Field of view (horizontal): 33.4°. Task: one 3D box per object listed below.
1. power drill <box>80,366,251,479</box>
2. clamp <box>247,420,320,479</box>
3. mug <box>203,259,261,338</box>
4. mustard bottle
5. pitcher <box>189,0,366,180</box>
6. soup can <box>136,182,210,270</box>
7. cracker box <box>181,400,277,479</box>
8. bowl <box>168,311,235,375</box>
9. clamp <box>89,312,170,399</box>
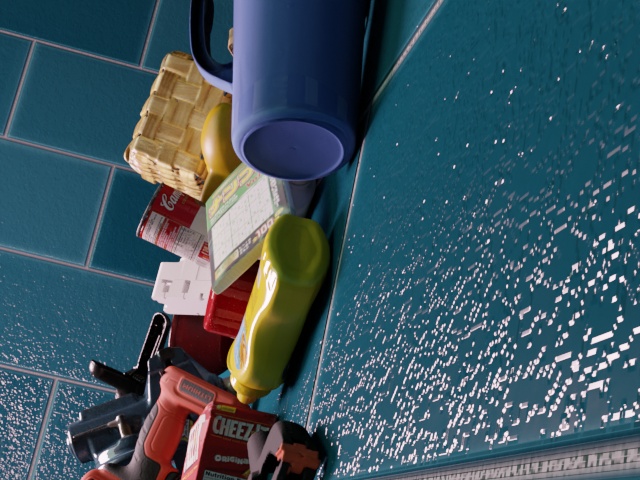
[{"bbox_3d":[-0.152,0.245,1.158,0.187,0.185,0.057,-60,-22,-14],"label":"power drill"},{"bbox_3d":[-0.041,0.203,0.798,0.210,0.036,0.164,122,161,-64],"label":"clamp"},{"bbox_3d":[-0.067,0.050,1.071,0.093,0.081,0.117,116,166,-54],"label":"mug"},{"bbox_3d":[-0.044,0.077,0.955,0.096,0.058,0.192,-91,17,-52],"label":"mustard bottle"},{"bbox_3d":[-0.030,-0.179,0.972,0.149,0.144,0.243,-36,43,46],"label":"pitcher"},{"bbox_3d":[-0.147,-0.013,1.202,0.068,0.102,0.068,-64,3,6],"label":"soup can"},{"bbox_3d":[-0.108,0.272,1.009,0.164,0.072,0.213,127,157,-68],"label":"cracker box"},{"bbox_3d":[-0.137,0.116,1.394,0.162,0.055,0.162,10,-90,-71],"label":"bowl"},{"bbox_3d":[-0.224,0.170,1.357,0.120,0.039,0.171,-37,-34,-21],"label":"clamp"}]
